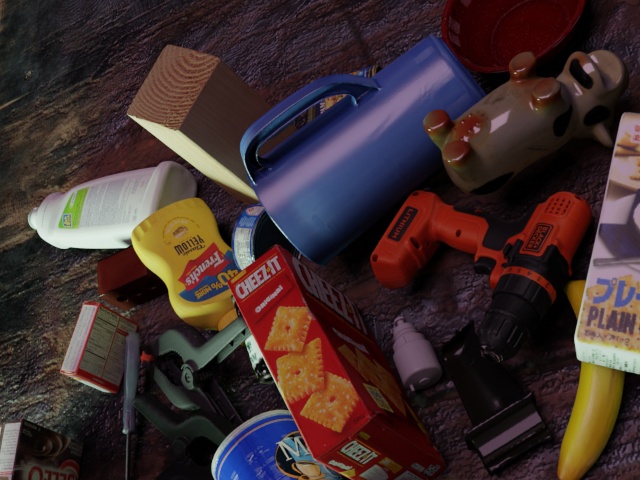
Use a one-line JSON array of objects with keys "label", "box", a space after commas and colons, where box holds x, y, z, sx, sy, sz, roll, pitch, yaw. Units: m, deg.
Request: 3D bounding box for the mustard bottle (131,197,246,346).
[{"label": "mustard bottle", "box": [-0.128, 0.042, 1.192, 0.096, 0.058, 0.192, -27, 60, -19]}]

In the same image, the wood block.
[{"label": "wood block", "box": [-0.101, -0.117, 1.176, 0.090, 0.205, 0.091, 21, 79, 40]}]

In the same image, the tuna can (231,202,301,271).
[{"label": "tuna can", "box": [-0.058, 0.001, 1.163, 0.034, 0.086, 0.086, 5, 69, 38]}]

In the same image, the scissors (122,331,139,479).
[{"label": "scissors", "box": [-0.210, 0.189, 1.179, 0.016, 0.096, 0.202, 2, 56, -12]}]

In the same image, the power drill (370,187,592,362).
[{"label": "power drill", "box": [0.143, 0.024, 1.008, 0.188, 0.057, 0.184, 12, 55, 39]}]

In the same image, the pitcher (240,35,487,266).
[{"label": "pitcher", "box": [0.047, -0.100, 1.079, 0.243, 0.149, 0.145, -38, 80, 13]}]

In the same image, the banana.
[{"label": "banana", "box": [0.237, 0.113, 0.937, 0.070, 0.037, 0.197, -36, 41, 52]}]

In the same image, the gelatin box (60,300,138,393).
[{"label": "gelatin box", "box": [-0.256, 0.124, 1.241, 0.030, 0.073, 0.089, 0, 66, 34]}]

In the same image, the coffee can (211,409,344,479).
[{"label": "coffee can", "box": [-0.026, 0.244, 1.001, 0.103, 0.102, 0.140, -46, 50, 5]}]

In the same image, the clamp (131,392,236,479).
[{"label": "clamp", "box": [-0.139, 0.208, 1.107, 0.172, 0.039, 0.120, -20, 81, 37]}]

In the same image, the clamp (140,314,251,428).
[{"label": "clamp", "box": [-0.124, 0.152, 1.138, 0.210, 0.036, 0.164, 1, 98, 49]}]

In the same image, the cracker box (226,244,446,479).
[{"label": "cracker box", "box": [0.017, 0.124, 0.995, 0.072, 0.164, 0.214, -37, 51, 10]}]

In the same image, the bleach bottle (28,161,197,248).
[{"label": "bleach bottle", "box": [-0.275, -0.040, 1.351, 0.251, 0.068, 0.102, -2, 65, 36]}]

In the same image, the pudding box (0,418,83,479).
[{"label": "pudding box", "box": [-0.315, 0.257, 1.185, 0.039, 0.113, 0.090, -12, 60, 26]}]

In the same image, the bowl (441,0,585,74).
[{"label": "bowl", "box": [0.211, -0.233, 1.124, 0.162, 0.055, 0.162, -16, 58, 27]}]

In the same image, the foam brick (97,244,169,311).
[{"label": "foam brick", "box": [-0.220, 0.041, 1.275, 0.078, 0.053, 0.051, -25, 54, 23]}]
